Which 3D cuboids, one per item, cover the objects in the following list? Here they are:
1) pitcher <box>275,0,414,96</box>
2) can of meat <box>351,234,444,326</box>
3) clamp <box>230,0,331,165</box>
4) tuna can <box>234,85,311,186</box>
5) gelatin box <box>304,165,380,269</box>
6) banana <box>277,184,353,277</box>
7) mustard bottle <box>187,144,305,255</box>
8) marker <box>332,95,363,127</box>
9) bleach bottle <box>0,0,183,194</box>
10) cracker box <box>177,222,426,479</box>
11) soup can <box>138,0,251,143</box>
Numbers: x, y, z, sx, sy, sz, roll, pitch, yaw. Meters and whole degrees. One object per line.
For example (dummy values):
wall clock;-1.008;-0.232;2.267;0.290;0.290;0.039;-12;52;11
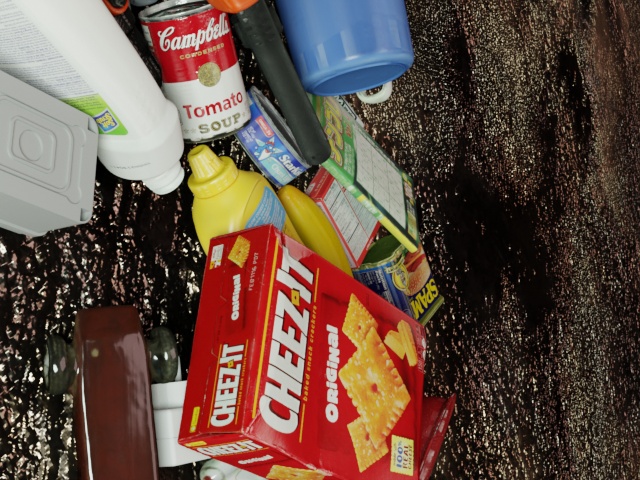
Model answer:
pitcher;0.018;-0.264;0.984;0.145;0.149;0.243;6;70;-74
can of meat;0.078;0.044;1.105;0.102;0.058;0.084;-40;113;-57
clamp;-0.048;-0.169;0.876;0.165;0.036;0.210;63;-1;44
tuna can;-0.046;-0.089;0.919;0.086;0.034;0.086;53;8;-11
gelatin box;0.019;-0.026;1.051;0.089;0.030;0.073;60;36;-26
banana;0.006;0.040;1.002;0.069;0.037;0.198;-21;100;-60
mustard bottle;-0.056;0.001;0.888;0.191;0.058;0.096;61;34;-30
marker;0.008;-0.151;1.080;0.121;0.020;0.020;49;42;-41
bleach bottle;-0.170;-0.118;0.712;0.250;0.103;0.068;56;47;-46
cracker box;-0.002;0.106;0.823;0.213;0.072;0.164;35;51;-43
soup can;-0.097;-0.135;0.837;0.068;0.069;0.102;-48;132;-53
